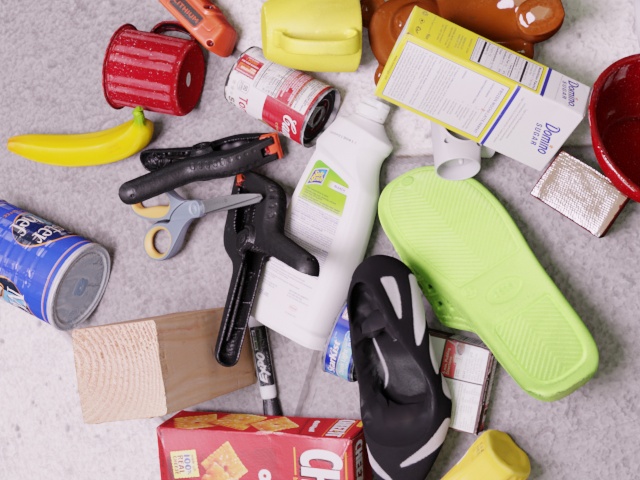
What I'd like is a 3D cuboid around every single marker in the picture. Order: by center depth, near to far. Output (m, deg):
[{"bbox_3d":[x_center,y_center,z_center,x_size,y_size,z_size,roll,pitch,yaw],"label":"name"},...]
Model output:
[{"bbox_3d":[-0.059,0.135,1.132,0.020,0.020,0.121,-11,87,19],"label":"marker"}]

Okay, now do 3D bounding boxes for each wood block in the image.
[{"bbox_3d":[-0.149,0.119,1.065,0.091,0.205,0.090,-9,88,19],"label":"wood block"}]

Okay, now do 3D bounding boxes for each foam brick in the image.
[{"bbox_3d":[0.246,-0.044,1.004,0.078,0.053,0.051,35,102,15],"label":"foam brick"}]

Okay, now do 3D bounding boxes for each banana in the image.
[{"bbox_3d":[-0.254,-0.111,1.177,0.198,0.069,0.037,-10,48,28],"label":"banana"}]

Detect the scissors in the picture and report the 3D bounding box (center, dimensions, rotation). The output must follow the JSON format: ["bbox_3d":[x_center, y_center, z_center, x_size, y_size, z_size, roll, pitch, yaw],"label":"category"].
[{"bbox_3d":[-0.133,-0.016,1.124,0.202,0.016,0.096,13,107,41],"label":"scissors"}]

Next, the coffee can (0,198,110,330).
[{"bbox_3d":[-0.319,0.026,1.180,0.140,0.102,0.103,24,98,18],"label":"coffee can"}]

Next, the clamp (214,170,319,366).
[{"bbox_3d":[-0.057,0.001,1.060,0.165,0.036,0.210,-41,40,40],"label":"clamp"}]

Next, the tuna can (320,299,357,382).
[{"bbox_3d":[0.034,0.097,1.063,0.034,0.086,0.086,21,97,16],"label":"tuna can"}]

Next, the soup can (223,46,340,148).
[{"bbox_3d":[-0.040,-0.148,1.096,0.102,0.068,0.068,31,101,17],"label":"soup can"}]

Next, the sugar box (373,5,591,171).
[{"bbox_3d":[0.146,-0.137,0.975,0.176,0.093,0.048,23,58,-3],"label":"sugar box"}]

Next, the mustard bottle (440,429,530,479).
[{"bbox_3d":[0.116,0.267,1.030,0.058,0.096,0.192,46,104,13],"label":"mustard bottle"}]

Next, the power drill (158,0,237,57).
[{"bbox_3d":[-0.070,-0.285,1.113,0.184,0.057,0.188,45,101,18],"label":"power drill"}]

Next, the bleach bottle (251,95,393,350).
[{"bbox_3d":[0.015,-0.022,1.079,0.103,0.068,0.251,27,98,28],"label":"bleach bottle"}]

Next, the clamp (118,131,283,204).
[{"bbox_3d":[-0.127,-0.078,1.109,0.172,0.120,0.039,-11,119,17],"label":"clamp"}]

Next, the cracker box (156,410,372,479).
[{"bbox_3d":[-0.057,0.266,1.096,0.214,0.072,0.164,0,99,20],"label":"cracker box"}]

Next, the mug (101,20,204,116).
[{"bbox_3d":[-0.171,-0.188,1.140,0.081,0.093,0.117,13,58,14],"label":"mug"}]

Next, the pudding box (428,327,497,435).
[{"bbox_3d":[0.113,0.136,1.061,0.114,0.039,0.090,12,95,21],"label":"pudding box"}]
